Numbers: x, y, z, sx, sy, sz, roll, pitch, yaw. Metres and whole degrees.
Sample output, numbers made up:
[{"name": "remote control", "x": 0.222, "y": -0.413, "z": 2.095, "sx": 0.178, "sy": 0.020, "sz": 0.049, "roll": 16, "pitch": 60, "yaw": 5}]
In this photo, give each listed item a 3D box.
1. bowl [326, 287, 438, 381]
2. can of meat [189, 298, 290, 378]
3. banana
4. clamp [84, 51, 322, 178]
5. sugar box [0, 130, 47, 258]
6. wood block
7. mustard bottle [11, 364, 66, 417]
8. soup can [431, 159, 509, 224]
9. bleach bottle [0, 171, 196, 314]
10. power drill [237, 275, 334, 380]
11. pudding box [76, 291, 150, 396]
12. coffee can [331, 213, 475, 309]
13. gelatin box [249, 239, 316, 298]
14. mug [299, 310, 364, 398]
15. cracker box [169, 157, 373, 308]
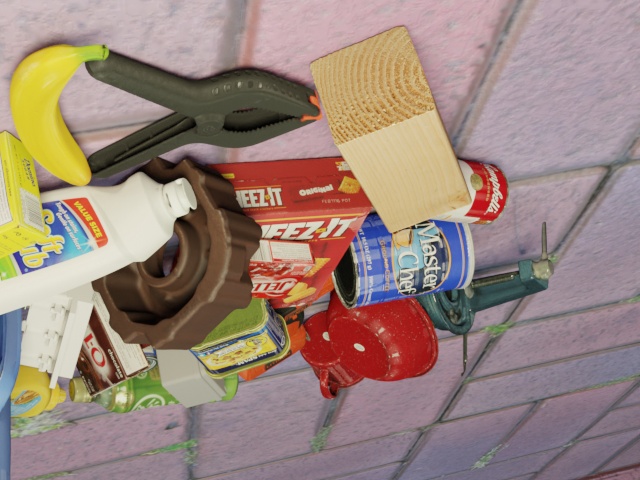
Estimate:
[{"name": "bowl", "x": 0.062, "y": 0.116, "z": 1.294, "sx": 0.055, "sy": 0.162, "sz": 0.162, "roll": -41, "pitch": 173, "yaw": -38}, {"name": "can of meat", "x": -0.093, "y": 0.099, "z": 1.148, "sx": 0.102, "sy": 0.057, "sz": 0.084, "roll": -19, "pitch": 150, "yaw": 5}, {"name": "banana", "x": -0.211, "y": -0.098, "z": 0.844, "sx": 0.069, "sy": 0.037, "sz": 0.198, "roll": 21, "pitch": 152, "yaw": -6}, {"name": "clamp", "x": -0.105, "y": -0.104, "z": 0.917, "sx": 0.209, "sy": 0.036, "sz": 0.165, "roll": -2, "pitch": 153, "yaw": -20}, {"name": "sugar box", "x": -0.323, "y": -0.014, "z": 0.903, "sx": 0.176, "sy": 0.093, "sz": 0.048, "roll": -23, "pitch": 154, "yaw": 14}, {"name": "wood block", "x": 0.070, "y": -0.095, "z": 0.983, "sx": 0.091, "sy": 0.090, "sz": 0.206, "roll": -21, "pitch": 155, "yaw": 9}, {"name": "mustard bottle", "x": -0.390, "y": 0.182, "z": 1.306, "sx": 0.096, "sy": 0.058, "sz": 0.191, "roll": -32, "pitch": 151, "yaw": 27}, {"name": "soup can", "x": 0.143, "y": -0.054, "z": 1.139, "sx": 0.102, "sy": 0.068, "sz": 0.069, "roll": 5, "pitch": 148, "yaw": -38}, {"name": "bleach bottle", "x": -0.232, "y": -0.007, "z": 0.953, "sx": 0.251, "sy": 0.102, "sz": 0.068, "roll": -20, "pitch": 160, "yaw": 10}, {"name": "power drill", "x": -0.070, "y": 0.109, "z": 1.306, "sx": 0.184, "sy": 0.057, "sz": 0.188, "roll": -30, "pitch": 163, "yaw": -21}, {"name": "pudding box", "x": -0.241, "y": 0.104, "z": 1.157, "sx": 0.039, "sy": 0.113, "sz": 0.090, "roll": -26, "pitch": 178, "yaw": -41}, {"name": "coffee can", "x": 0.090, "y": 0.016, "z": 1.209, "sx": 0.140, "sy": 0.103, "sz": 0.103, "roll": -9, "pitch": 154, "yaw": -15}, {"name": "gelatin box", "x": -0.060, "y": 0.030, "z": 1.062, "sx": 0.089, "sy": 0.030, "sz": 0.073, "roll": 4, "pitch": 147, "yaw": -32}, {"name": "mug", "x": 0.017, "y": 0.156, "z": 1.448, "sx": 0.093, "sy": 0.117, "sz": 0.081, "roll": 4, "pitch": 157, "yaw": 22}, {"name": "cracker box", "x": -0.057, "y": 0.001, "z": 1.124, "sx": 0.164, "sy": 0.072, "sz": 0.214, "roll": -5, "pitch": 152, "yaw": -22}]
